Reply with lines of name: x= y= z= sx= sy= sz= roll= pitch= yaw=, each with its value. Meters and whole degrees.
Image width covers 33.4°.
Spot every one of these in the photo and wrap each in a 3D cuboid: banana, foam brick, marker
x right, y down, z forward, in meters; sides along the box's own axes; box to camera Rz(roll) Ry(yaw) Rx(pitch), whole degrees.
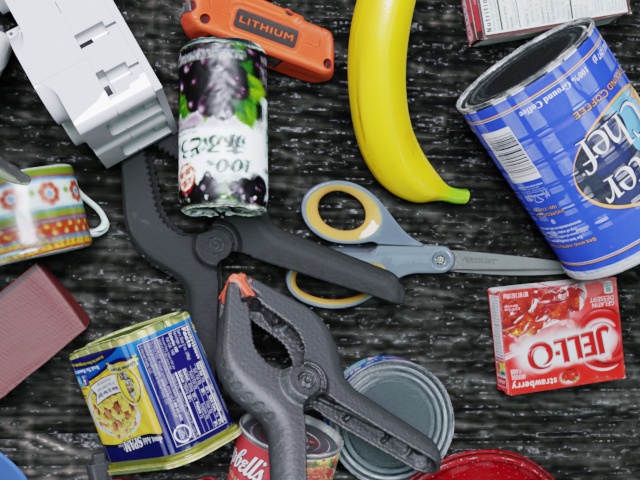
banana: x=0.049 y=-0.100 z=0.696 sx=0.069 sy=0.037 sz=0.198 roll=-28 pitch=123 yaw=-23
foam brick: x=-0.191 y=0.057 z=0.677 sx=0.078 sy=0.053 sz=0.051 roll=-40 pitch=97 yaw=-6
marker: x=-0.138 y=0.199 z=0.705 sx=0.020 sy=0.020 sz=0.121 roll=-9 pitch=93 yaw=-10

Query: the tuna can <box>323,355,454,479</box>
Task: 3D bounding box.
tuna can: x=0.045 y=0.122 z=0.727 sx=0.086 sy=0.034 sz=0.086 roll=0 pitch=91 yaw=-10

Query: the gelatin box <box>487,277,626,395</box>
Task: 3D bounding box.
gelatin box: x=0.166 y=0.066 z=0.748 sx=0.089 sy=0.030 sz=0.073 roll=-6 pitch=92 yaw=-9

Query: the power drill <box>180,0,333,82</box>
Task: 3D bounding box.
power drill: x=-0.003 y=-0.204 z=0.704 sx=0.184 sy=0.057 sz=0.187 roll=17 pitch=86 yaw=-10

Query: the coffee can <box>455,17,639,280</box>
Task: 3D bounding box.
coffee can: x=0.170 y=-0.059 z=0.703 sx=0.102 sy=0.103 sz=0.140 roll=-38 pitch=103 yaw=-7

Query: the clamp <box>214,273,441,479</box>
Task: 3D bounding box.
clamp: x=-0.003 y=0.094 z=0.650 sx=0.120 sy=0.039 sz=0.171 roll=-10 pitch=66 yaw=-36

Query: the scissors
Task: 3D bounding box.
scissors: x=0.071 y=-0.005 z=0.738 sx=0.201 sy=0.016 sz=0.096 roll=-11 pitch=94 yaw=-9

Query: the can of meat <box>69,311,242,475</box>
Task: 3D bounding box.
can of meat: x=-0.107 y=0.095 z=0.668 sx=0.057 sy=0.102 sz=0.084 roll=-23 pitch=92 yaw=-41

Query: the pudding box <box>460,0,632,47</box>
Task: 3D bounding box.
pudding box: x=0.151 y=-0.188 z=0.738 sx=0.113 sy=0.039 sz=0.090 roll=-10 pitch=94 yaw=-7

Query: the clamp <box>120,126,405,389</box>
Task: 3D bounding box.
clamp: x=-0.055 y=0.001 z=0.700 sx=0.164 sy=0.036 sz=0.210 roll=-28 pitch=91 yaw=3

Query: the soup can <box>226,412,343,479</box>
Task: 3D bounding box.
soup can: x=-0.029 y=0.169 z=0.689 sx=0.068 sy=0.068 sz=0.102 roll=11 pitch=102 yaw=-10
